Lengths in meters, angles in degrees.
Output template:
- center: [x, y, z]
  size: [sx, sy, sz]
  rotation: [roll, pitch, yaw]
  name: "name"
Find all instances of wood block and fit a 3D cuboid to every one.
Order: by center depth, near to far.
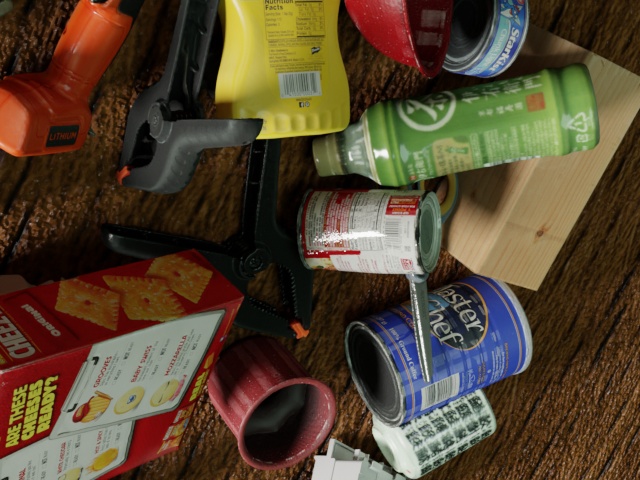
- center: [0.186, -0.072, 0.937]
  size: [0.090, 0.090, 0.206]
  rotation: [15, 108, -39]
  name: "wood block"

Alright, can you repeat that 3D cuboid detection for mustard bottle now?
- center: [-0.030, -0.169, 0.741]
  size: [0.096, 0.058, 0.191]
  rotation: [-8, 101, -29]
  name: "mustard bottle"

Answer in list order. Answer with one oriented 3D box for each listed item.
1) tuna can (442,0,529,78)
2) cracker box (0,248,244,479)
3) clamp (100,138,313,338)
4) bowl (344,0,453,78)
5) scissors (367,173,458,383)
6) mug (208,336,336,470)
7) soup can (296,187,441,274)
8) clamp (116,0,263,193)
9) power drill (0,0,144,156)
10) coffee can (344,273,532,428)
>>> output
- center: [0.123, -0.172, 0.839]
  size: [0.033, 0.086, 0.086]
  rotation: [2, 115, -32]
  name: "tuna can"
- center: [-0.172, 0.103, 0.757]
  size: [0.213, 0.072, 0.164]
  rotation: [-14, 138, -49]
  name: "cracker box"
- center: [-0.056, 0.001, 0.862]
  size: [0.164, 0.036, 0.209]
  rotation: [-43, 130, -3]
  name: "clamp"
- center: [0.054, -0.197, 0.768]
  size: [0.162, 0.055, 0.162]
  rotation: [1, 90, -71]
  name: "bowl"
- center: [0.096, 0.012, 0.920]
  size: [0.096, 0.016, 0.202]
  rotation: [-23, 99, -27]
  name: "scissors"
- center: [-0.040, 0.143, 0.926]
  size: [0.093, 0.082, 0.117]
  rotation: [-43, 131, -3]
  name: "mug"
- center: [0.040, -0.008, 0.859]
  size: [0.068, 0.102, 0.068]
  rotation: [2, 90, -69]
  name: "soup can"
- center: [-0.093, -0.078, 0.729]
  size: [0.039, 0.120, 0.172]
  rotation: [1, 143, -30]
  name: "clamp"
- center: [-0.143, -0.141, 0.652]
  size: [0.188, 0.057, 0.184]
  rotation: [-53, 174, 13]
  name: "power drill"
- center: [0.107, 0.098, 0.979]
  size: [0.140, 0.103, 0.103]
  rotation: [-20, 126, -21]
  name: "coffee can"
